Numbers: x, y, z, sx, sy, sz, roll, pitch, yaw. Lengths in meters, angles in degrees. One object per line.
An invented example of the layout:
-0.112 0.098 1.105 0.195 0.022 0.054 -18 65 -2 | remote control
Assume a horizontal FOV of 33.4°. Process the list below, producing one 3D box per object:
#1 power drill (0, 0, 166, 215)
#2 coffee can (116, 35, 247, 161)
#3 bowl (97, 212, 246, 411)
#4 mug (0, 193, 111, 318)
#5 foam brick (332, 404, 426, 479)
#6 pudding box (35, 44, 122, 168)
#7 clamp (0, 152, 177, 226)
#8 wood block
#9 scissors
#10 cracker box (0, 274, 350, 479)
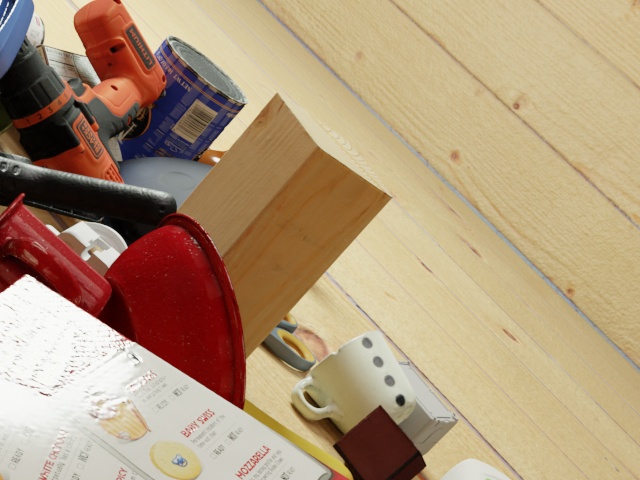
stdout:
-0.208 -0.137 0.917 0.184 0.057 0.187 63 26 -29 | power drill
-0.156 -0.118 1.068 0.102 0.140 0.103 39 14 -12 | coffee can
-0.107 0.065 0.693 0.055 0.162 0.162 -8 42 -29 | bowl
-0.175 0.029 0.636 0.081 0.117 0.093 44 56 -13 | mug
0.050 0.176 0.873 0.053 0.051 0.078 48 -6 19 | foam brick
-0.231 -0.118 0.980 0.090 0.039 0.113 -5 76 -71 | pudding box
-0.214 -0.041 0.754 0.209 0.036 0.165 14 -6 -36 | clamp
-0.055 0.001 0.840 0.090 0.206 0.091 31 17 -39 | wood block
-0.064 0.079 0.972 0.096 0.016 0.201 50 14 22 | scissors
-0.100 0.126 0.500 0.213 0.072 0.164 31 25 2 | cracker box
